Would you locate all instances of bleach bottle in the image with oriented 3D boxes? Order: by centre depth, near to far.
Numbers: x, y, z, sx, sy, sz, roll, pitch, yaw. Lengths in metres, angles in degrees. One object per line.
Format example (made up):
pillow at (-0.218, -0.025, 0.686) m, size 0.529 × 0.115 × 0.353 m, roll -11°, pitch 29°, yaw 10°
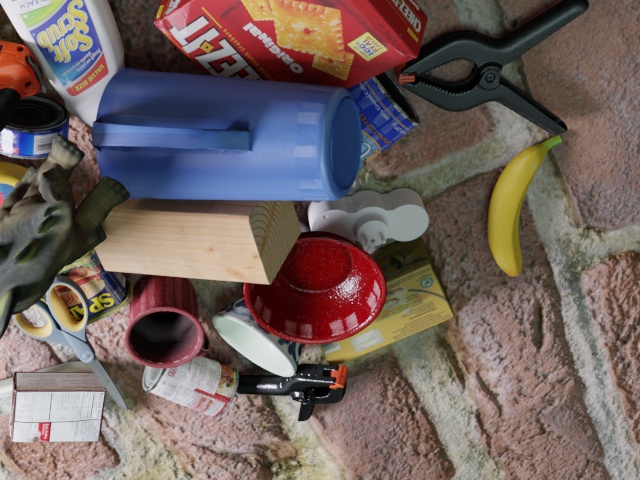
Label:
bleach bottle at (-0.242, -0.207, 1.067) m, size 0.102 × 0.068 × 0.250 m, roll -21°, pitch 128°, yaw 6°

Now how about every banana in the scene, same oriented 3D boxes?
banana at (0.234, -0.036, 1.280) m, size 0.069 × 0.037 × 0.198 m, roll 5°, pitch 124°, yaw -11°

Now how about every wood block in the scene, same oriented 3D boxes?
wood block at (-0.139, -0.021, 1.141) m, size 0.206 × 0.090 × 0.090 m, roll 4°, pitch 130°, yaw 25°

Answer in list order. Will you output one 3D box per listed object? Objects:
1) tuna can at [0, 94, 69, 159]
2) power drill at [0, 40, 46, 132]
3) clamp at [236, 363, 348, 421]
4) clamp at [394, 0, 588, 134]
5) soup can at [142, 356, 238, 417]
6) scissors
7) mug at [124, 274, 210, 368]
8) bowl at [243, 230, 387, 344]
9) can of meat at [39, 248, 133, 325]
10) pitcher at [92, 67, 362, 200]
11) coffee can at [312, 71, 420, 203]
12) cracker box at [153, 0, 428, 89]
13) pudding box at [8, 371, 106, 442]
tuna can at (-0.303, -0.119, 1.102) m, size 0.086 × 0.086 × 0.034 m, roll 5°, pitch 122°, yaw -13°
power drill at (-0.365, -0.113, 1.029) m, size 0.184 × 0.187 × 0.057 m, roll 12°, pitch 150°, yaw 14°
clamp at (-0.032, 0.185, 1.357) m, size 0.120 × 0.039 × 0.172 m, roll 19°, pitch 148°, yaw -22°
clamp at (0.188, -0.178, 1.173) m, size 0.210 × 0.036 × 0.164 m, roll -9°, pitch 125°, yaw -1°
soup can at (-0.164, 0.175, 1.343) m, size 0.102 × 0.068 × 0.069 m, roll 25°, pitch 117°, yaw -24°
scissors at (-0.294, 0.129, 1.247) m, size 0.096 × 0.016 × 0.202 m, roll -8°, pitch 122°, yaw 1°
mug at (-0.178, 0.098, 1.278) m, size 0.117 × 0.081 × 0.093 m, roll 35°, pitch 113°, yaw -28°
bowl at (-0.006, 0.043, 1.218) m, size 0.162 × 0.055 × 0.162 m, roll 0°, pitch 129°, yaw -1°
can of meat at (-0.283, 0.050, 1.243) m, size 0.102 × 0.057 × 0.084 m, roll -24°, pitch 123°, yaw 8°
pitcher at (-0.092, -0.098, 1.037) m, size 0.243 × 0.149 × 0.145 m, roll 4°, pitch 140°, yaw 20°
coffee can at (0.021, -0.122, 1.144) m, size 0.140 × 0.103 × 0.102 m, roll -37°, pitch 122°, yaw 16°
cracker box at (-0.030, -0.214, 1.039) m, size 0.214 × 0.072 × 0.164 m, roll -19°, pitch 130°, yaw 37°
pudding box at (-0.325, 0.206, 1.320) m, size 0.113 × 0.039 × 0.090 m, roll 2°, pitch 124°, yaw -19°
